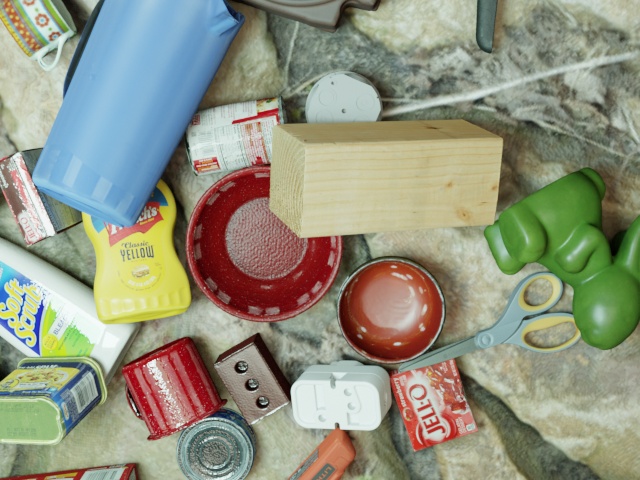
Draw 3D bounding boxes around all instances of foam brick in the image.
[{"bbox_3d":[-0.071,0.147,1.135,0.053,0.051,0.078,-30,96,6],"label":"foam brick"}]

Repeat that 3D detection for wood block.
[{"bbox_3d":[0.063,-0.064,1.039,0.205,0.091,0.090,-4,110,-21],"label":"wood block"}]

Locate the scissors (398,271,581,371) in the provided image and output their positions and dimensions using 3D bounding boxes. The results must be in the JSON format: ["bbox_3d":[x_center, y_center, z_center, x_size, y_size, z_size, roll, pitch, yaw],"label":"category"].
[{"bbox_3d":[0.179,0.084,1.122,0.201,0.016,0.096,-3,91,-8],"label":"scissors"}]

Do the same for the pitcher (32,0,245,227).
[{"bbox_3d":[-0.187,-0.143,1.036,0.145,0.149,0.243,25,83,-8],"label":"pitcher"}]

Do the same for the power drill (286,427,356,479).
[{"bbox_3d":[0.064,0.291,1.148,0.187,0.057,0.184,43,93,-3],"label":"power drill"}]

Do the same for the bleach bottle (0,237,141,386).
[{"bbox_3d":[-0.320,0.063,1.127,0.251,0.068,0.103,31,101,0],"label":"bleach bottle"}]

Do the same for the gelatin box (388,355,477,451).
[{"bbox_3d":[0.120,0.173,1.144,0.073,0.030,0.089,-18,97,4],"label":"gelatin box"}]

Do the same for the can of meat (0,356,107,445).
[{"bbox_3d":[-0.279,0.160,1.067,0.102,0.083,0.057,-3,110,20],"label":"can of meat"}]

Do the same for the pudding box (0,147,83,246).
[{"bbox_3d":[-0.284,-0.047,1.083,0.039,0.113,0.090,-20,96,7],"label":"pudding box"}]

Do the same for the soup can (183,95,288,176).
[{"bbox_3d":[-0.084,-0.106,1.092,0.102,0.068,0.068,-10,98,3],"label":"soup can"}]

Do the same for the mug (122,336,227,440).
[{"bbox_3d":[-0.165,0.156,1.128,0.117,0.093,0.081,-23,92,41],"label":"mug"}]

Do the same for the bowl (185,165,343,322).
[{"bbox_3d":[-0.057,0.001,1.111,0.162,0.055,0.162,0,97,0],"label":"bowl"}]

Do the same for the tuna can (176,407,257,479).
[{"bbox_3d":[-0.113,0.226,1.156,0.086,0.033,0.086,0,98,2],"label":"tuna can"}]

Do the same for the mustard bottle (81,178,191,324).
[{"bbox_3d":[-0.194,-0.014,1.097,0.096,0.058,0.191,-8,78,-12],"label":"mustard bottle"}]
